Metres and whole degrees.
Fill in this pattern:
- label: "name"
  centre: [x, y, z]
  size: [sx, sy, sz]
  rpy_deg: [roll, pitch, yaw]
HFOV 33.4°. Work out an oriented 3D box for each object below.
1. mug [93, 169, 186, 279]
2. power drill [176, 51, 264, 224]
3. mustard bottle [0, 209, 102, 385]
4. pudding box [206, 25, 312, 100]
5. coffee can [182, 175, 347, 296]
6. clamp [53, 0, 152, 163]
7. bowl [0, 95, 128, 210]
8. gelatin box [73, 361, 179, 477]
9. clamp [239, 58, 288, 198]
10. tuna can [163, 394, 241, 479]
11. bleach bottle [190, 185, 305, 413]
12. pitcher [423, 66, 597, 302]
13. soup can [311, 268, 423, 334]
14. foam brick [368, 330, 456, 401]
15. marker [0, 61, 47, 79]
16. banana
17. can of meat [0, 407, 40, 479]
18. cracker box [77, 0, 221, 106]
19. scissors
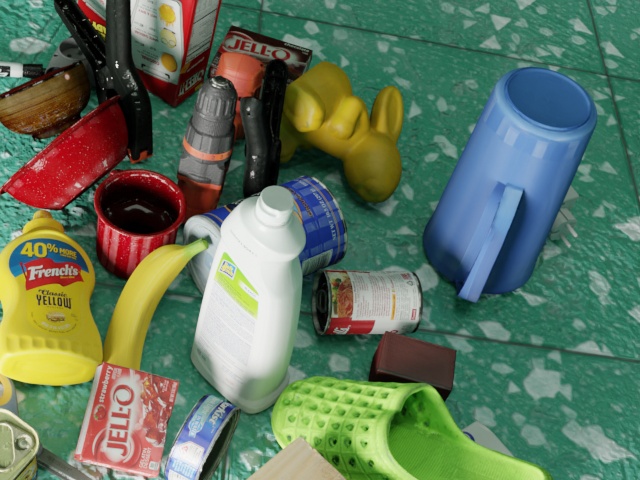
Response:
- label: "mug"
  centre: [-0.194, -0.022, 1.105]
  size: [0.093, 0.082, 0.117]
  rpy_deg: [-18, 57, -28]
- label: "power drill"
  centre: [-0.110, -0.132, 1.170]
  size: [0.057, 0.185, 0.187]
  rpy_deg: [18, 38, -1]
- label: "mustard bottle"
  centre: [-0.267, 0.047, 1.040]
  size: [0.096, 0.058, 0.191]
  rpy_deg: [8, 46, -26]
- label: "pudding box"
  centre: [-0.075, -0.218, 1.338]
  size: [0.113, 0.039, 0.090]
  rpy_deg: [19, 47, 0]
- label: "coffee can"
  centre: [-0.057, 0.001, 1.110]
  size: [0.140, 0.103, 0.103]
  rpy_deg: [-23, 60, -31]
- label: "clamp"
  centre: [-0.236, -0.191, 1.196]
  size: [0.036, 0.210, 0.165]
  rpy_deg: [-25, 24, -31]
- label: "bowl"
  centre: [-0.255, -0.081, 1.112]
  size: [0.055, 0.162, 0.161]
  rpy_deg: [50, 50, -8]
- label: "gelatin box"
  centre: [-0.173, 0.161, 0.957]
  size: [0.073, 0.030, 0.089]
  rpy_deg: [18, 72, -19]
- label: "clamp"
  centre: [-0.064, -0.100, 1.146]
  size: [0.039, 0.171, 0.120]
  rpy_deg: [10, 23, 16]
- label: "tuna can"
  centre: [-0.105, 0.181, 0.953]
  size: [0.034, 0.086, 0.086]
  rpy_deg: [25, 48, 9]
- label: "bleach bottle"
  centre: [-0.056, 0.050, 0.968]
  size: [0.103, 0.251, 0.068]
  rpy_deg: [39, 51, 17]
- label: "pitcher"
  centre: [0.201, -0.056, 1.139]
  size: [0.144, 0.243, 0.149]
  rpy_deg: [-14, 55, -24]
- label: "soup can"
  centre: [0.048, 0.064, 1.110]
  size: [0.102, 0.069, 0.068]
  rpy_deg: [1, 50, -16]
- label: "foam brick"
  centre: [0.090, 0.134, 1.072]
  size: [0.078, 0.053, 0.051]
  rpy_deg: [16, 48, -4]
- label: "marker"
  centre: [-0.382, -0.202, 1.250]
  size: [0.121, 0.020, 0.020]
  rpy_deg: [3, 50, -14]
- label: "banana"
  centre: [-0.174, 0.079, 1.030]
  size: [0.037, 0.070, 0.197]
  rpy_deg: [38, 63, -37]
- label: "can of meat"
  centre: [-0.278, 0.200, 0.878]
  size: [0.057, 0.084, 0.102]
  rpy_deg: [33, 59, 8]
- label: "cracker box"
  centre: [-0.198, -0.290, 1.247]
  size: [0.164, 0.214, 0.072]
  rpy_deg: [34, 48, 13]
- label: "scissors"
  centre: [-0.261, 0.170, 0.965]
  size: [0.201, 0.016, 0.096]
  rpy_deg: [18, 48, 0]
